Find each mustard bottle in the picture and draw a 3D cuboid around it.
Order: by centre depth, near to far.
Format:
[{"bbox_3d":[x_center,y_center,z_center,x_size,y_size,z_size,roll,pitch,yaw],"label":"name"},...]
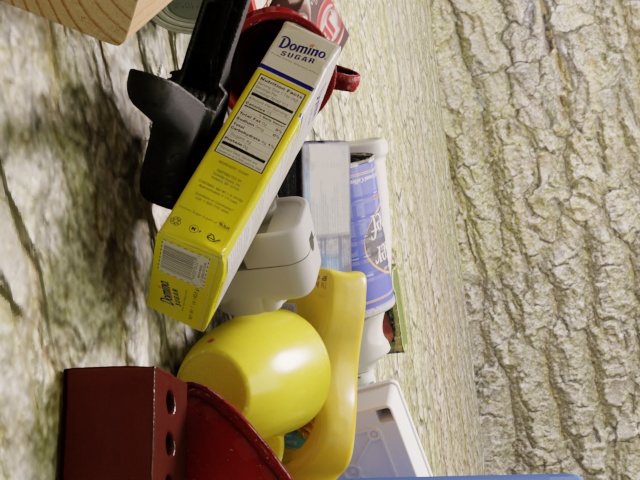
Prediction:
[{"bbox_3d":[-0.008,0.117,0.794,0.096,0.058,0.191,-3,-99,60],"label":"mustard bottle"}]

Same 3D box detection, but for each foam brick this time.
[{"bbox_3d":[-0.101,0.108,0.554,0.053,0.051,0.078,52,34,-67],"label":"foam brick"}]

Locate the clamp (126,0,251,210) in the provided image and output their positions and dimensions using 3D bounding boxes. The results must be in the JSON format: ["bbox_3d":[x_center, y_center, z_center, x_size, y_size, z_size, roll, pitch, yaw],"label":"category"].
[{"bbox_3d":[-0.077,-0.075,0.611,0.210,0.036,0.164,111,2,-48],"label":"clamp"}]

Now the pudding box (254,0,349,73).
[{"bbox_3d":[-0.022,-0.172,0.967,0.113,0.039,0.090,-64,149,-17],"label":"pudding box"}]

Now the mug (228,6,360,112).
[{"bbox_3d":[-0.025,-0.142,0.862,0.081,0.117,0.093,-103,-158,-70],"label":"mug"}]

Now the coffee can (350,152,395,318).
[{"bbox_3d":[0.009,-0.003,0.984,0.102,0.103,0.140,-48,130,-73],"label":"coffee can"}]

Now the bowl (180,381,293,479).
[{"bbox_3d":[-0.056,0.163,0.615,0.162,0.055,0.162,44,-28,30],"label":"bowl"}]

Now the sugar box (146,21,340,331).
[{"bbox_3d":[-0.047,-0.041,0.651,0.093,0.048,0.176,114,0,-57],"label":"sugar box"}]
